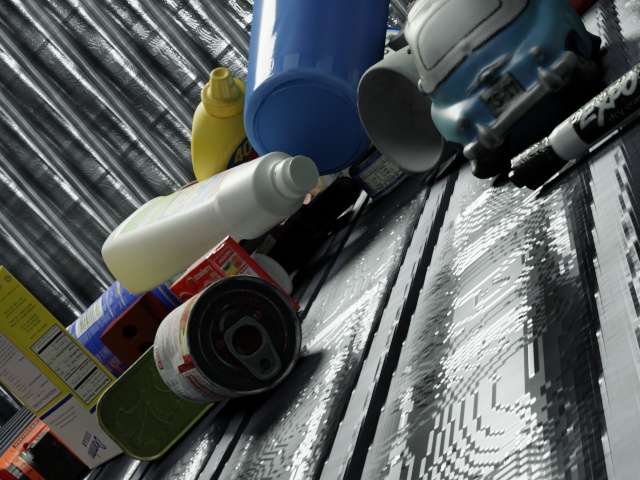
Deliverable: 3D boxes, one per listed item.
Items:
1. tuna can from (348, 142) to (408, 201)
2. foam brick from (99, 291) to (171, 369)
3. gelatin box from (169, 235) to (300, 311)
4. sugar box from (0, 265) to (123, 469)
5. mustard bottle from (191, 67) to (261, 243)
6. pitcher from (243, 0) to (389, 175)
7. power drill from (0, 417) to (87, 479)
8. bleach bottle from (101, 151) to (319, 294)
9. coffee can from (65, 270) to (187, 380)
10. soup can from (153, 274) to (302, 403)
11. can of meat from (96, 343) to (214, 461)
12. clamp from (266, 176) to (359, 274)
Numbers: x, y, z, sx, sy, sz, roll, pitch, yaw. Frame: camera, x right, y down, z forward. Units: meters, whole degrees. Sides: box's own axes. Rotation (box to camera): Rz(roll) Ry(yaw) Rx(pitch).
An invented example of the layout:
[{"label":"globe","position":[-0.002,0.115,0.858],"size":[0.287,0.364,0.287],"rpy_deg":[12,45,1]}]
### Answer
[{"label":"tuna can","position":[0.064,-0.074,0.894],"size":[0.086,0.033,0.086],"rpy_deg":[-43,7,6]},{"label":"foam brick","position":[-0.155,0.094,0.984],"size":[0.053,0.078,0.051],"rpy_deg":[-43,5,9]},{"label":"gelatin box","position":[-0.065,0.042,0.777],"size":[0.030,0.073,0.089],"rpy_deg":[-47,7,-30]},{"label":"sugar box","position":[-0.225,0.109,0.887],"size":[0.048,0.176,0.093],"rpy_deg":[-51,10,-35]},{"label":"mustard bottle","position":[-0.080,-0.081,0.992],"size":[0.096,0.058,0.191],"rpy_deg":[-54,-27,-33]},{"label":"pitcher","position":[-0.005,-0.162,0.951],"size":[0.145,0.149,0.242],"rpy_deg":[-22,37,23]},{"label":"power drill","position":[-0.265,0.213,1.014],"size":[0.184,0.057,0.188],"rpy_deg":[-46,9,-20]},{"label":"bleach bottle","position":[-0.085,-0.024,0.900],"size":[0.251,0.068,0.102],"rpy_deg":[-22,18,48]},{"label":"coffee can","position":[-0.173,0.080,1.068],"size":[0.140,0.103,0.102],"rpy_deg":[-42,7,17]},{"label":"soup can","position":[-0.059,0.063,0.645],"size":[0.068,0.068,0.102],"rpy_deg":[-47,6,-22]},{"label":"can of meat","position":[-0.106,0.100,0.744],"size":[0.102,0.057,0.084],"rpy_deg":[-45,4,-11]},{"label":"clamp","position":[-0.005,-0.019,0.945],"size":[0.120,0.039,0.171],"rpy_deg":[-41,7,14]}]
